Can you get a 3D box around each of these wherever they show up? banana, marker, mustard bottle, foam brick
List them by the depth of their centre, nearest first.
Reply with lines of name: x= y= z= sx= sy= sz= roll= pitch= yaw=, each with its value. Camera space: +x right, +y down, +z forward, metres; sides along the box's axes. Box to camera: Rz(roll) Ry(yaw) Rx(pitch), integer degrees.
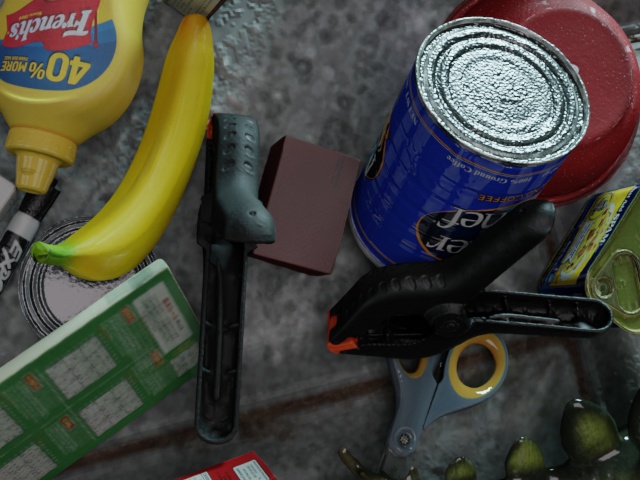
banana: x=-0.101 y=-0.046 z=0.632 sx=0.037 sy=0.069 sz=0.197 roll=13 pitch=57 yaw=17
mustard bottle: x=-0.152 y=-0.121 z=0.641 sx=0.096 sy=0.058 sz=0.191 roll=9 pitch=80 yaw=12
marker: x=-0.194 y=0.013 z=0.653 sx=0.020 sy=0.020 sz=0.121 roll=29 pitch=81 yaw=-9
foam brick: x=-0.013 y=-0.020 z=0.678 sx=0.053 sy=0.051 sz=0.078 roll=17 pitch=83 yaw=-11

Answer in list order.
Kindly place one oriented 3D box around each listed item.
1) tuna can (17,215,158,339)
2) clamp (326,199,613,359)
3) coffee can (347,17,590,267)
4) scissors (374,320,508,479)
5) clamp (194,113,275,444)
tuna can: x=-0.141 y=0.028 z=0.656 sx=0.086 sy=0.034 sz=0.086 roll=1 pitch=86 yaw=-12
clamp: x=0.087 y=0.040 z=0.642 sx=0.120 sy=0.172 sz=0.039 roll=46 pitch=38 yaw=-32
coffee can: x=0.083 y=-0.048 z=0.639 sx=0.102 sy=0.140 sz=0.103 roll=7 pitch=58 yaw=-12
scissors: x=0.070 y=0.124 z=0.674 sx=0.096 sy=0.016 sz=0.201 roll=16 pitch=65 yaw=-14
clamp: x=-0.054 y=0.001 z=0.622 sx=0.036 sy=0.210 sz=0.165 roll=6 pitch=124 yaw=-10
